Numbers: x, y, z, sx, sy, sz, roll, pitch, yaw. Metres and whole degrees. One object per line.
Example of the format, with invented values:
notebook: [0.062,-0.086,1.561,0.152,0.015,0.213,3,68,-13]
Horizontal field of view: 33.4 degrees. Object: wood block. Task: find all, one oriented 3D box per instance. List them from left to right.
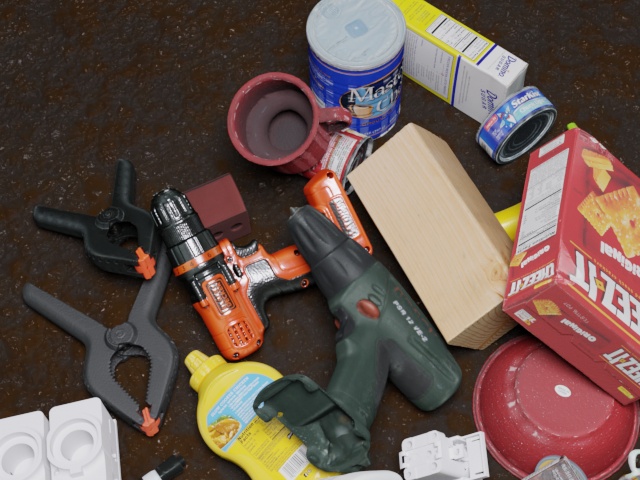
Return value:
wood block: [0.126,-0.004,1.061,0.091,0.090,0.206,-40,63,19]

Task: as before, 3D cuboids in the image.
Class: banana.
banana: [0.233,-0.045,1.128,0.197,0.037,0.070,-42,50,-20]

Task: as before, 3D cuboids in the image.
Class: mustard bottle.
mustard bottle: [-0.059,0.172,1.006,0.192,0.058,0.096,41,84,20]

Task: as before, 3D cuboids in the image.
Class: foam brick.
foam brick: [-0.118,-0.024,1.117,0.078,0.053,0.051,-24,64,-10]

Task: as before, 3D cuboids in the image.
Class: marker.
marker: [-0.178,0.239,0.996,0.121,0.020,0.020,-35,66,-15]

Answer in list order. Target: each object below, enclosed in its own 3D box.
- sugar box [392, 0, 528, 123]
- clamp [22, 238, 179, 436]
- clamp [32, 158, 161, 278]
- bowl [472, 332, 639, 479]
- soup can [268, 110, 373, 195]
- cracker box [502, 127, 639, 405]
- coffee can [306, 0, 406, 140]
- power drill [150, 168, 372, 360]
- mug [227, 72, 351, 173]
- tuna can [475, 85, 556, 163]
sugar box: [0.141,-0.200,1.180,0.176,0.093,0.048,34,68,17]
clamp: [-0.207,0.099,1.062,0.164,0.036,0.210,-14,59,-4]
clamp: [-0.210,-0.023,1.109,0.120,0.039,0.172,-43,53,-18]
bowl: [0.227,0.150,1.011,0.162,0.055,0.162,-1,62,2]
soup can: [-0.004,-0.099,1.144,0.102,0.068,0.068,25,65,14]
cracker box: [0.264,0.019,1.002,0.164,0.072,0.213,37,45,-18]
coffee can: [0.038,-0.184,1.147,0.103,0.140,0.103,-1,62,1]
power drill: [-0.057,0.001,1.066,0.187,0.057,0.184,-28,95,-13]
mug: [-0.026,-0.115,1.071,0.117,0.081,0.093,-10,80,13]
tuna can: [0.210,-0.122,1.140,0.086,0.086,0.034,-32,67,-15]
